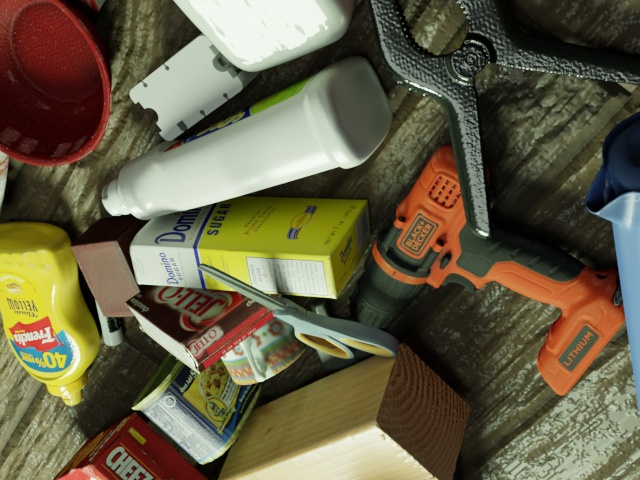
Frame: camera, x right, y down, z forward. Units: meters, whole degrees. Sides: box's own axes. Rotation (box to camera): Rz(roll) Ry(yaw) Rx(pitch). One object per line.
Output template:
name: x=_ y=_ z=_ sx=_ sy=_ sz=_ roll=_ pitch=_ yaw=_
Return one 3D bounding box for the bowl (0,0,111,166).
bowl: x=-0.229 y=-0.144 z=0.868 sx=0.162 sy=0.055 sz=0.162 roll=11 pitch=124 yaw=17

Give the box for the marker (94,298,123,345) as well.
marker: x=-0.204 y=0.045 z=0.998 sx=0.020 sy=0.020 sz=0.121 roll=7 pitch=122 yaw=20

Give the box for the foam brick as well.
foam brick: x=-0.175 y=0.022 z=0.951 sx=0.051 sy=0.053 sz=0.078 roll=-8 pitch=116 yaw=27

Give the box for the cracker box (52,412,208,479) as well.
cracker box: x=-0.167 y=0.258 z=1.036 sx=0.164 sy=0.072 sz=0.214 roll=43 pitch=153 yaw=-6

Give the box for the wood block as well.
wood block: x=0.016 y=0.179 z=0.924 sx=0.090 sy=0.090 sz=0.207 roll=44 pitch=133 yaw=-19

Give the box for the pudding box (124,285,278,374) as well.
pudding box: x=-0.098 y=0.055 z=0.887 sx=0.114 sy=0.090 sz=0.039 roll=22 pitch=142 yaw=54

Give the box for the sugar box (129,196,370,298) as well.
sugar box: x=-0.056 y=0.001 z=0.859 sx=0.176 sy=0.093 sz=0.048 roll=5 pitch=121 yaw=21

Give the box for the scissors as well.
scissors: x=-0.006 y=0.058 z=0.817 sx=0.096 sy=0.016 sz=0.201 roll=5 pitch=160 yaw=26

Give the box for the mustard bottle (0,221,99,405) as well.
mustard bottle: x=-0.261 y=0.077 z=1.020 sx=0.096 sy=0.058 sz=0.191 roll=3 pitch=122 yaw=23

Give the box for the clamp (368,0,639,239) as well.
clamp: x=0.114 y=-0.127 z=0.728 sx=0.165 sy=0.036 sz=0.210 roll=-37 pitch=93 yaw=14

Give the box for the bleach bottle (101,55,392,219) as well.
bleach bottle: x=-0.073 y=-0.063 z=0.820 sx=0.251 sy=0.102 sz=0.068 roll=-18 pitch=107 yaw=30

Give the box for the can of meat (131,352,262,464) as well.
can of meat: x=-0.108 y=0.140 z=0.966 sx=0.084 sy=0.102 sz=0.058 roll=44 pitch=126 yaw=-10

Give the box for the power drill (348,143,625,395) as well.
power drill: x=0.128 y=0.039 z=0.824 sx=0.187 sy=0.057 sz=0.185 roll=31 pitch=127 yaw=3
